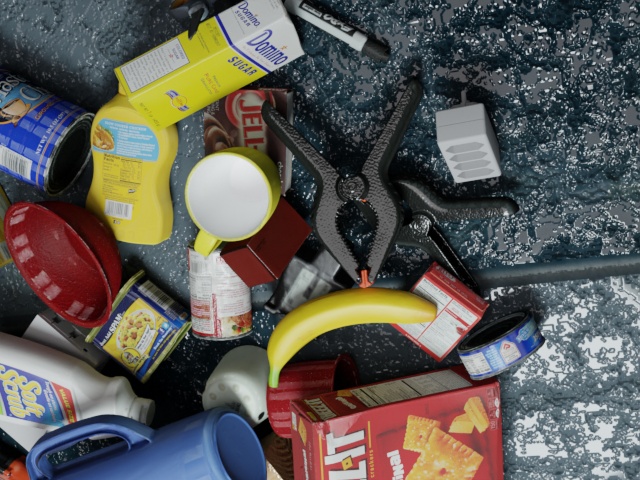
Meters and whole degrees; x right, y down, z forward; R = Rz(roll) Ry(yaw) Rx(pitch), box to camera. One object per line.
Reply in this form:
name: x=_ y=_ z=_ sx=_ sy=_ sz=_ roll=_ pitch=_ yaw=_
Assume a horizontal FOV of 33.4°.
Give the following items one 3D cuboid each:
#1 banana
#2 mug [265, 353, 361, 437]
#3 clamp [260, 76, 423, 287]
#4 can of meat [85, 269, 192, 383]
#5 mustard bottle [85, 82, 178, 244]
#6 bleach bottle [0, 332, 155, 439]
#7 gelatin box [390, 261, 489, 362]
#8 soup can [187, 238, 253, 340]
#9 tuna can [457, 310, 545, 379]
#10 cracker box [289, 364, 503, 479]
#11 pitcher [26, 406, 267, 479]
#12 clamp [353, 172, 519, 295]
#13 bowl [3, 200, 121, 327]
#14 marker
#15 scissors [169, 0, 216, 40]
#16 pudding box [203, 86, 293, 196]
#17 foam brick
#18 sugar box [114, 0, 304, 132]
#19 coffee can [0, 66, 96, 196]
banana: x=0.021 y=0.085 z=1.106 sx=0.198 sy=0.037 sz=0.069 roll=-24 pitch=104 yaw=16
mug: x=-0.004 y=0.180 z=1.164 sx=0.082 sy=0.093 sz=0.117 roll=-7 pitch=133 yaw=21
clamp: x=0.023 y=-0.057 z=1.076 sx=0.164 sy=0.036 sz=0.210 roll=-1 pitch=91 yaw=9
can of meat: x=-0.202 y=0.099 z=1.208 sx=0.084 sy=0.057 sz=0.102 roll=39 pitch=110 yaw=2
mustard bottle: x=-0.203 y=-0.097 z=1.158 sx=0.096 sy=0.058 sz=0.192 roll=12 pitch=107 yaw=18
bleach bottle: x=-0.305 y=0.158 z=1.181 sx=0.251 sy=0.068 sz=0.102 roll=10 pitch=109 yaw=10
gelatin box: x=0.122 y=0.074 z=1.113 sx=0.073 sy=0.030 sz=0.089 roll=38 pitch=132 yaw=3
soup can: x=-0.109 y=0.050 z=1.164 sx=0.068 sy=0.068 sz=0.102 roll=2 pitch=104 yaw=15
tuna can: x=0.183 y=0.106 z=1.089 sx=0.086 sy=0.086 sz=0.034 roll=-28 pitch=94 yaw=20
cracker box: x=0.083 y=0.230 z=1.099 sx=0.213 sy=0.072 sz=0.164 roll=-9 pitch=104 yaw=-21
pitcher: x=-0.187 y=0.257 z=1.131 sx=0.243 sy=0.149 sz=0.145 roll=-26 pitch=61 yaw=22
clamp: x=0.111 y=-0.011 z=1.105 sx=0.172 sy=0.039 sz=0.120 roll=19 pitch=112 yaw=17
bowl: x=-0.269 y=0.015 z=1.163 sx=0.162 sy=0.055 sz=0.162 roll=25 pitch=137 yaw=26
marker: x=0.018 y=-0.215 z=1.089 sx=0.121 sy=0.020 sz=0.020 roll=31 pitch=109 yaw=6
scissors: x=-0.104 y=-0.235 z=1.038 sx=0.096 sy=0.202 sz=0.016 roll=-35 pitch=113 yaw=-3
pudding box: x=-0.076 y=-0.106 z=1.131 sx=0.090 sy=0.039 sz=0.113 roll=4 pitch=105 yaw=13
foam brick: x=-0.057 y=0.001 z=1.121 sx=0.051 sy=0.078 sz=0.053 roll=-17 pitch=120 yaw=49
sugar box: x=-0.107 y=-0.178 z=1.065 sx=0.176 sy=0.093 sz=0.048 roll=-25 pitch=74 yaw=3
coffee can: x=-0.329 y=-0.123 z=1.162 sx=0.140 sy=0.102 sz=0.103 roll=27 pitch=109 yaw=7
